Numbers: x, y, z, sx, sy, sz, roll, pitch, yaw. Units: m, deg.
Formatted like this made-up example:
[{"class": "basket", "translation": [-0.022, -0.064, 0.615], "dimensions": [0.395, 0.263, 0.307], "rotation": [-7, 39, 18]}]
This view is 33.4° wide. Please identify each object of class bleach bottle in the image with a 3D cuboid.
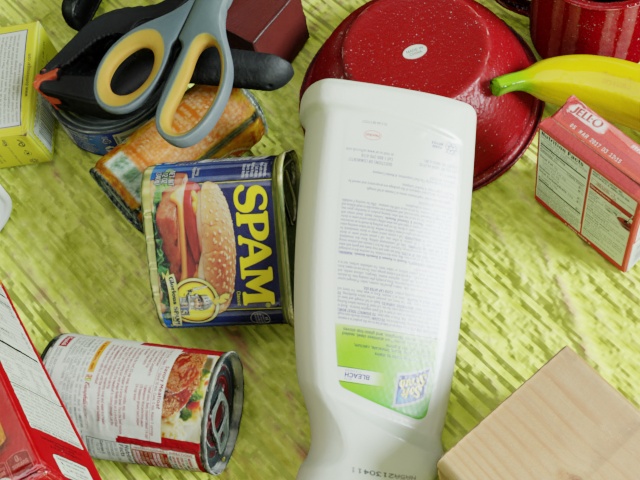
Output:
[{"class": "bleach bottle", "translation": [0.024, 0.045, 0.579], "dimensions": [0.102, 0.068, 0.251], "rotation": [9, 78, -5]}]

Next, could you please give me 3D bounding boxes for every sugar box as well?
[{"class": "sugar box", "translation": [-0.271, -0.089, 0.728], "dimensions": [0.176, 0.048, 0.093], "rotation": [-8, 62, 9]}]

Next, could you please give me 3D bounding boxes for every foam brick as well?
[{"class": "foam brick", "translation": [-0.054, -0.150, 0.720], "dimensions": [0.078, 0.053, 0.051], "rotation": [31, 71, 22]}]

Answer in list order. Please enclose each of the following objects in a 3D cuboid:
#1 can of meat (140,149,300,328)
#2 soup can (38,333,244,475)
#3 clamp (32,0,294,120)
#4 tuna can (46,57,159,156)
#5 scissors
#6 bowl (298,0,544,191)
[{"class": "can of meat", "translation": [-0.054, 0.001, 0.622], "dimensions": [0.084, 0.057, 0.102], "rotation": [-3, 99, 10]}, {"class": "soup can", "translation": [-0.101, 0.090, 0.595], "dimensions": [0.102, 0.068, 0.068], "rotation": [5, 64, 12]}, {"class": "clamp", "translation": [-0.098, -0.130, 0.672], "dimensions": [0.172, 0.039, 0.120], "rotation": [-9, 54, 14]}, {"class": "tuna can", "translation": [-0.138, -0.100, 0.718], "dimensions": [0.086, 0.034, 0.086], "rotation": [-4, 62, 7]}, {"class": "scissors", "translation": [-0.078, -0.148, 0.639], "dimensions": [0.096, 0.016, 0.201], "rotation": [3, 70, 20]}, {"class": "bowl", "translation": [0.062, -0.106, 0.678], "dimensions": [0.162, 0.055, 0.162], "rotation": [-4, 63, 7]}]
